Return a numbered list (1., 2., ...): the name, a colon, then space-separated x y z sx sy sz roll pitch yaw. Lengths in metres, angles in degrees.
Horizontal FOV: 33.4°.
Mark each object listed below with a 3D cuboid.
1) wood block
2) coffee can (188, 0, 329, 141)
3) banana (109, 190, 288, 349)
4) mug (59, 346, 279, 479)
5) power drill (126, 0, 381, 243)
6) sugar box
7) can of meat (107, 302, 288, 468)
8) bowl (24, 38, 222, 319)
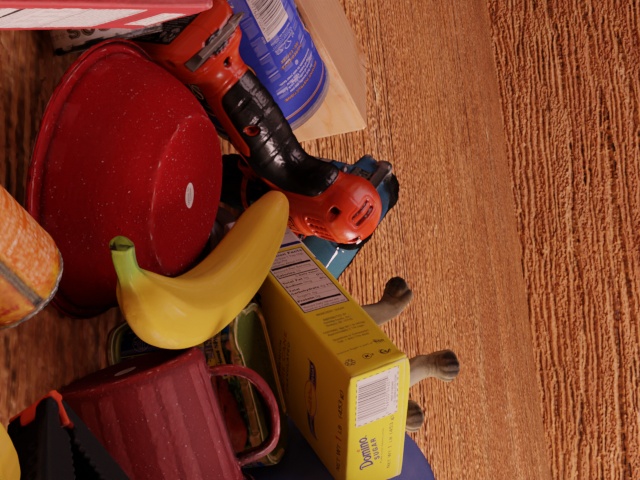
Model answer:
1. wood block: -0.032 -0.184 0.937 0.206 0.090 0.091 55 30 -55
2. coffee can: -0.064 -0.155 0.794 0.140 0.103 0.103 60 25 -46
3. banana: -0.060 0.019 0.590 0.197 0.037 0.070 -28 136 -69
4. mug: -0.080 0.103 0.574 0.093 0.117 0.081 -122 -165 -86
5. power drill: -0.060 -0.079 0.729 0.057 0.185 0.187 -52 125 -17
6. sugar box: -0.009 0.065 0.673 0.176 0.048 0.093 43 -40 47
7. can of meat: -0.072 0.092 0.651 0.057 0.084 0.102 -39 117 -71
8. bowl: -0.099 -0.030 0.602 0.162 0.055 0.162 11 90 -73
